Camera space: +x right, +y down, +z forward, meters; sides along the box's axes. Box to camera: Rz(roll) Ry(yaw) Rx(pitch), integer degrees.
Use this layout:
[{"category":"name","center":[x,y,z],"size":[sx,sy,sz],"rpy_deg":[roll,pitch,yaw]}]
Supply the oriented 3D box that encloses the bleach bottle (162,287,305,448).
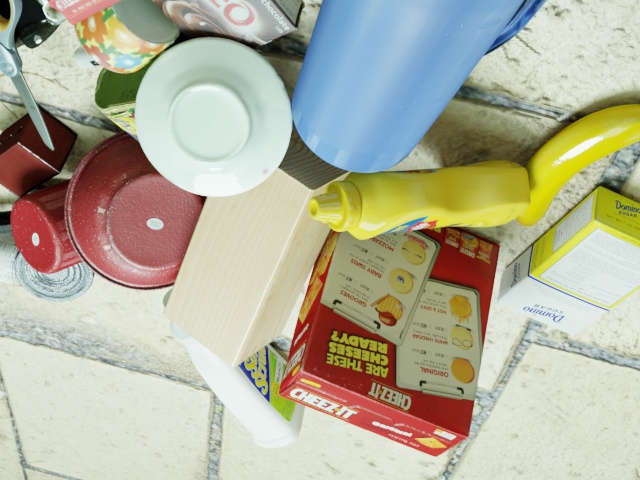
[{"category":"bleach bottle","center":[-0.106,0.143,1.258],"size":[0.068,0.102,0.250],"rpy_deg":[-12,138,28]}]

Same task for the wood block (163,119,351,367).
[{"category":"wood block","center":[-0.056,0.001,0.969],"size":[0.091,0.090,0.206],"rpy_deg":[35,123,16]}]

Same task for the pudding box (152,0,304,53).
[{"category":"pudding box","center":[-0.081,-0.198,0.831],"size":[0.090,0.039,0.113],"rpy_deg":[-16,135,36]}]

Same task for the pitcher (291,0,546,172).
[{"category":"pitcher","center":[0.068,-0.154,0.770],"size":[0.149,0.145,0.243],"rpy_deg":[30,148,1]}]

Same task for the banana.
[{"category":"banana","center":[0.216,-0.065,0.898],"size":[0.069,0.037,0.198],"rpy_deg":[31,143,-19]}]

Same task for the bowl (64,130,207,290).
[{"category":"bowl","center":[-0.157,-0.023,1.002],"size":[0.162,0.162,0.055],"rpy_deg":[31,-176,-21]}]

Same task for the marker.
[{"category":"marker","center":[-0.160,-0.165,0.925],"size":[0.121,0.020,0.020],"rpy_deg":[-3,141,25]}]

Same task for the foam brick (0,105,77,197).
[{"category":"foam brick","center":[-0.288,-0.087,1.057],"size":[0.051,0.053,0.078],"rpy_deg":[38,139,-28]}]

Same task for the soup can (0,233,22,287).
[{"category":"soup can","center":[-0.339,0.019,1.211],"size":[0.102,0.068,0.068],"rpy_deg":[14,145,4]}]

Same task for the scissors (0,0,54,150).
[{"category":"scissors","center":[-0.277,-0.158,0.888],"size":[0.096,0.016,0.202],"rpy_deg":[16,141,8]}]

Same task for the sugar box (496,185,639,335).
[{"category":"sugar box","center":[0.249,0.023,1.001],"size":[0.093,0.048,0.176],"rpy_deg":[23,148,-11]}]

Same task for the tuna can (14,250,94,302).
[{"category":"tuna can","center":[-0.282,0.024,1.140],"size":[0.086,0.033,0.086],"rpy_deg":[0,126,-1]}]

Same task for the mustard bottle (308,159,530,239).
[{"category":"mustard bottle","center":[0.076,-0.034,0.894],"size":[0.191,0.058,0.096],"rpy_deg":[-5,179,-31]}]

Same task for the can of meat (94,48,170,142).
[{"category":"can of meat","center":[-0.133,-0.120,0.928],"size":[0.102,0.057,0.083],"rpy_deg":[-5,154,28]}]

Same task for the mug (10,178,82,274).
[{"category":"mug","center":[-0.260,-0.020,1.065],"size":[0.117,0.081,0.093],"rpy_deg":[23,124,36]}]

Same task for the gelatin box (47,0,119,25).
[{"category":"gelatin box","center":[-0.159,-0.211,0.799],"size":[0.073,0.089,0.030],"rpy_deg":[-14,137,36]}]

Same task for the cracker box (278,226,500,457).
[{"category":"cracker box","center":[0.067,0.071,0.991],"size":[0.164,0.213,0.072],"rpy_deg":[23,145,-10]}]
